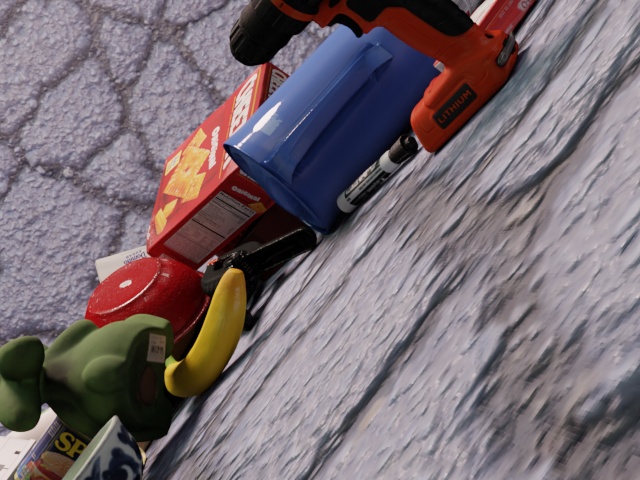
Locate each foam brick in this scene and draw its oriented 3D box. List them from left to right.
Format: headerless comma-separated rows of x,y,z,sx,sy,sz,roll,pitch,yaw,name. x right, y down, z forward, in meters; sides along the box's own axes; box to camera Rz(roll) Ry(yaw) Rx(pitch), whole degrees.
-0.058,0.001,1.197,0.053,0.051,0.078,-57,9,-34,foam brick

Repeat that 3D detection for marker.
0.050,-0.059,0.942,0.121,0.020,0.020,-43,12,53,marker

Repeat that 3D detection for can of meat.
-0.240,0.224,1.061,0.084,0.102,0.057,-54,7,4,can of meat

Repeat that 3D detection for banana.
-0.112,0.101,1.012,0.037,0.070,0.198,-11,-24,-37,banana

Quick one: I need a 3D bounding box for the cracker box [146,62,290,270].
-0.110,-0.081,1.228,0.214,0.072,0.164,-39,32,38,cracker box

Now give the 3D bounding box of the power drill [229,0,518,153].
0.039,-0.153,0.803,0.185,0.187,0.057,-44,12,42,power drill

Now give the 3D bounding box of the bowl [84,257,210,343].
-0.198,0.068,1.155,0.162,0.055,0.162,-24,28,14,bowl

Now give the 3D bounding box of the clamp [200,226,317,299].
-0.070,0.024,1.094,0.120,0.039,0.172,-33,15,-13,clamp

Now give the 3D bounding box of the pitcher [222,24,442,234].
0.030,-0.136,1.034,0.243,0.145,0.149,-50,41,-6,pitcher

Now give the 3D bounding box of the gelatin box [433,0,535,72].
0.143,-0.180,0.912,0.073,0.030,0.089,-53,7,-19,gelatin box

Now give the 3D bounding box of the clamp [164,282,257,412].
-0.117,0.096,1.168,0.165,0.036,0.210,-48,11,19,clamp
